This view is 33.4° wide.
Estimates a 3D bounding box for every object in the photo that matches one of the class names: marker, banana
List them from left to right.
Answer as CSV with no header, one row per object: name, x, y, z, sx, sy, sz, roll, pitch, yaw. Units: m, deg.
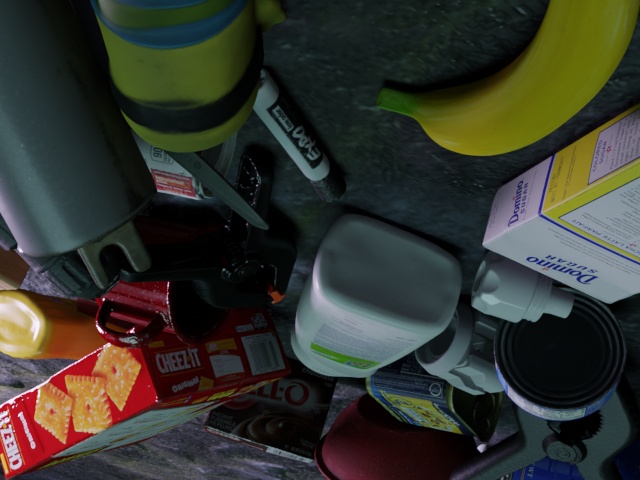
marker,-0.014,-0.058,0.624,0.020,0.020,0.121,5,154,28
banana,0.092,-0.078,0.478,0.069,0.037,0.198,23,157,-15

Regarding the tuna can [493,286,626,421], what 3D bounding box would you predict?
tuna can,0.160,0.077,0.715,0.086,0.086,0.033,11,158,15

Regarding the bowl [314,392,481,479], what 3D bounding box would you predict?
bowl,0.076,0.181,0.990,0.162,0.055,0.162,3,-162,-1

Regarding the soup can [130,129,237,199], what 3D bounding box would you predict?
soup can,-0.105,-0.066,0.612,0.102,0.068,0.068,13,157,10

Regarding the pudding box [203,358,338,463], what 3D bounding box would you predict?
pudding box,-0.048,0.161,1.052,0.113,0.090,0.039,19,159,-3

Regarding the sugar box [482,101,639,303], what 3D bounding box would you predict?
sugar box,0.167,-0.020,0.547,0.093,0.048,0.176,24,160,-14

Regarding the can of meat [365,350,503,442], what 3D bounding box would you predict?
can of meat,0.098,0.126,0.910,0.084,0.057,0.102,5,153,33

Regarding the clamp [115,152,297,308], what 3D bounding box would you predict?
clamp,-0.055,0.001,0.730,0.120,0.039,0.171,-34,157,13

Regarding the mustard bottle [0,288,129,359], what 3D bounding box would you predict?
mustard bottle,-0.218,0.084,1.002,0.096,0.058,0.191,14,180,33

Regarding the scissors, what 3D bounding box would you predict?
scissors,-0.119,-0.068,0.568,0.096,0.016,0.201,-25,109,32

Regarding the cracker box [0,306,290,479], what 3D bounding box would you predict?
cracker box,-0.159,0.130,0.930,0.214,0.072,0.163,-29,166,35

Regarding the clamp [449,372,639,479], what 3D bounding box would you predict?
clamp,0.200,0.158,0.825,0.164,0.036,0.210,20,131,9

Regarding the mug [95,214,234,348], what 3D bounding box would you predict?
mug,-0.122,0.034,0.794,0.082,0.117,0.093,11,141,28

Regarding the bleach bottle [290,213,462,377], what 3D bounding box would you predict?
bleach bottle,0.020,0.059,0.810,0.102,0.068,0.251,21,159,-6
